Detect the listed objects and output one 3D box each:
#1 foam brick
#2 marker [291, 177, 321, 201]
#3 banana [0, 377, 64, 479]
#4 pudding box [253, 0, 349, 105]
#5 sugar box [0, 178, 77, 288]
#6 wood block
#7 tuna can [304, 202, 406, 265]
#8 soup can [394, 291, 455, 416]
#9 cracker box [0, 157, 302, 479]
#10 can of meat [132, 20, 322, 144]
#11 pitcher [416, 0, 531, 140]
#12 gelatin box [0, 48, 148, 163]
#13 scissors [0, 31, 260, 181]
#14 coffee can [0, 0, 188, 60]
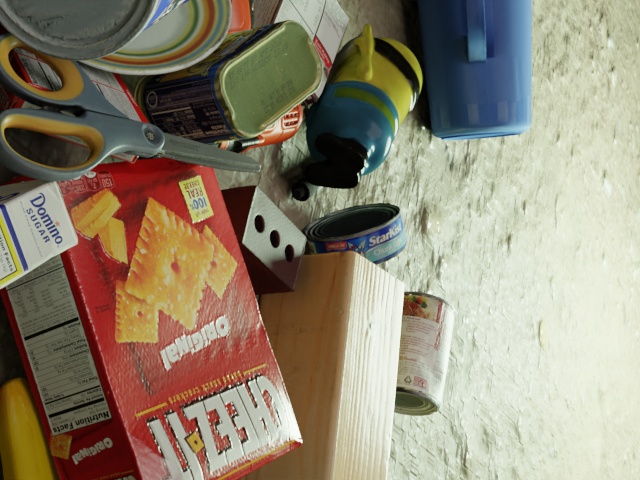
[{"bbox_3d":[-0.055,0.001,0.824,0.078,0.051,0.053,46,48,-45],"label":"foam brick"},{"bbox_3d":[0.008,-0.063,0.965,0.120,0.020,0.020,-39,118,-53],"label":"marker"},{"bbox_3d":[-0.176,0.182,0.616,0.069,0.037,0.197,37,55,-49],"label":"banana"},{"bbox_3d":[-0.022,-0.184,0.921,0.090,0.039,0.113,53,42,-39],"label":"pudding box"},{"bbox_3d":[-0.214,0.020,0.529,0.176,0.093,0.048,-44,122,-53],"label":"sugar box"},{"bbox_3d":[0.002,0.123,0.861,0.090,0.090,0.206,32,59,-51],"label":"wood block"},{"bbox_3d":[0.031,-0.003,0.931,0.086,0.086,0.034,-38,119,-53],"label":"tuna can"},{"bbox_3d":[0.089,0.109,1.021,0.068,0.069,0.102,43,51,-46],"label":"soup can"},{"bbox_3d":[-0.107,0.056,0.676,0.163,0.072,0.214,-13,83,-59],"label":"cracker box"},{"bbox_3d":[-0.060,-0.104,0.713,0.102,0.084,0.057,-44,119,-39],"label":"can of meat"},{"bbox_3d":[0.165,-0.233,1.141,0.148,0.145,0.243,-6,93,-38],"label":"pitcher"},{"bbox_3d":[-0.155,-0.088,0.646,0.089,0.030,0.073,17,26,-41],"label":"gelatin box"},{"bbox_3d":[-0.115,-0.076,0.621,0.201,0.016,0.096,-13,77,-55],"label":"scissors"},{"bbox_3d":[-0.118,-0.169,0.603,0.140,0.103,0.103,-65,140,-63],"label":"coffee can"}]
